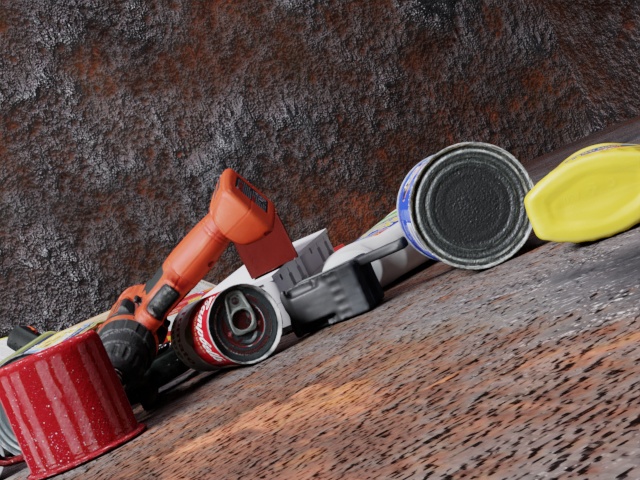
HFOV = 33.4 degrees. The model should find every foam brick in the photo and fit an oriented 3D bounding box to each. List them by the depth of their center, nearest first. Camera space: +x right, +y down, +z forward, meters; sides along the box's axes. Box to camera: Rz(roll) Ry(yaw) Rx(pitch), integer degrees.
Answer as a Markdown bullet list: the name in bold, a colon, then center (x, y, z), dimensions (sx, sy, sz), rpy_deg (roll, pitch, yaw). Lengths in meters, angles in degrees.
- **foam brick**: center (-0.057, 0.001, 1.074), dimensions (0.053, 0.051, 0.078), rpy_deg (-25, 7, -1)

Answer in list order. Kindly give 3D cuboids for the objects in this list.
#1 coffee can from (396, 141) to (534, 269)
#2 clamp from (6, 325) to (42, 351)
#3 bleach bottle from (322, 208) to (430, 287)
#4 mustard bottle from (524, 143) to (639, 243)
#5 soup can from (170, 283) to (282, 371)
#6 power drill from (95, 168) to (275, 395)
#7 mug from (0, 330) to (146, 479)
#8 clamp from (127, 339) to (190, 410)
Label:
- **coffee can**: center (0.121, -0.029, 0.916), dimensions (0.103, 0.103, 0.140), rpy_deg (-23, 1, 1)
- **clamp**: center (-0.280, 0.116, 1.091), dimensions (0.172, 0.120, 0.039), rpy_deg (14, 70, 45)
- **bleach bottle**: center (0.074, 0.011, 1.128), dimensions (0.103, 0.068, 0.250), rpy_deg (-23, 3, 28)
- **mustard bottle**: center (0.211, -0.041, 0.807), dimensions (0.096, 0.058, 0.191), rpy_deg (-22, 1, 17)
- **soup can**: center (-0.084, 0.078, 0.933), dimensions (0.068, 0.068, 0.102), rpy_deg (-24, 1, -29)
- **power drill**: center (-0.118, 0.034, 0.884), dimensions (0.188, 0.057, 0.184), rpy_deg (-47, 13, 10)
- **mug**: center (-0.194, 0.121, 0.768), dimensions (0.117, 0.081, 0.093), rpy_deg (-23, 1, 6)
- **clamp**: center (-0.185, 0.137, 1.002), dimensions (0.165, 0.036, 0.209), rpy_deg (-22, 5, 19)
